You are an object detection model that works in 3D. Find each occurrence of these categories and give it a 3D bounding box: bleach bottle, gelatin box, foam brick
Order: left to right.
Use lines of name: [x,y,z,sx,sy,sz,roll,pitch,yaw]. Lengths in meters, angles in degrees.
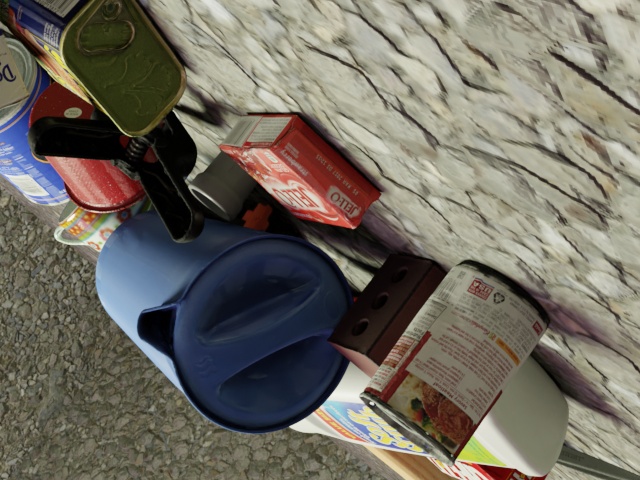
gelatin box: [-0.015,-0.042,0.649,0.073,0.030,0.089,42,168,-23]
bleach bottle: [0.051,0.122,0.799,0.251,0.068,0.102,-8,135,45]
foam brick: [0.055,0.055,0.705,0.051,0.078,0.053,43,166,-24]

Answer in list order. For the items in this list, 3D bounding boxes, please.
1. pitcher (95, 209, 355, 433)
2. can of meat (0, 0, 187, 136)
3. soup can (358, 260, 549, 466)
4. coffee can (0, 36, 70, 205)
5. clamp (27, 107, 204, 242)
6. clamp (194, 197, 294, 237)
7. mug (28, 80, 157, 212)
pitcher: [-0.076,0.046,0.800,0.149,0.145,0.243,53,165,-24]
can of meat: [-0.143,-0.123,0.660,0.084,0.057,0.102,34,168,34]
soup can: [0.079,0.071,0.630,0.068,0.102,0.068,36,169,8]
coffee can: [-0.280,-0.110,1.013,0.103,0.102,0.140,31,167,31]
clamp: [-0.131,-0.065,0.714,0.120,0.039,0.171,36,-165,-21]
clamp: [-0.056,0.001,0.936,0.164,0.036,0.210,33,169,-10]
mug: [-0.184,-0.092,0.865,0.081,0.093,0.117,64,-172,-57]
